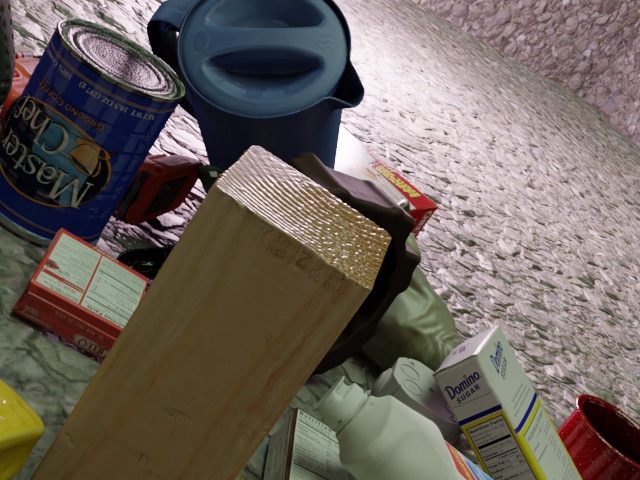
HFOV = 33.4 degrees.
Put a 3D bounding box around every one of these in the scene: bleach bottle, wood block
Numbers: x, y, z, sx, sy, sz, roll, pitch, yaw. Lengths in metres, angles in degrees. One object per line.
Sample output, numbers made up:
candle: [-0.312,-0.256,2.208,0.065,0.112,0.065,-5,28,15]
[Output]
bleach bottle: [0.096,0.178,0.635,0.251,0.068,0.102,42,10,1]
wood block: [-0.060,0.065,0.558,0.090,0.206,0.090,34,20,-2]

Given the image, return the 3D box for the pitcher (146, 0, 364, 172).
pitcher: [-0.052,-0.105,0.908,0.243,0.145,0.149,91,-20,-65]

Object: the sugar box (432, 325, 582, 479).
sugar box: [0.152,0.159,0.814,0.176,0.048,0.093,60,22,2]

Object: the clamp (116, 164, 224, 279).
clamp: [-0.055,0.001,0.813,0.171,0.120,0.039,11,49,-32]

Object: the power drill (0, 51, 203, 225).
power drill: [-0.197,-0.095,0.929,0.188,0.057,0.184,35,20,7]

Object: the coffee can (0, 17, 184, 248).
coffee can: [-0.178,-0.077,0.788,0.102,0.140,0.103,30,21,-13]

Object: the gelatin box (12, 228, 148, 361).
gelatin box: [-0.160,0.037,0.723,0.073,0.030,0.089,31,21,-13]

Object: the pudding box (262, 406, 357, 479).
pudding box: [0.008,0.166,0.680,0.090,0.039,0.113,31,19,-9]
